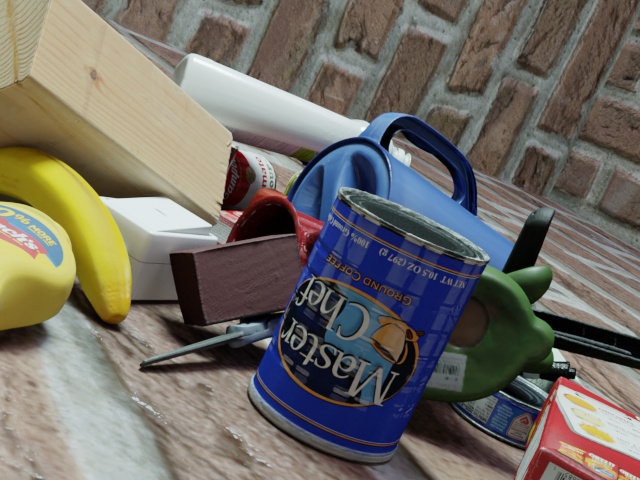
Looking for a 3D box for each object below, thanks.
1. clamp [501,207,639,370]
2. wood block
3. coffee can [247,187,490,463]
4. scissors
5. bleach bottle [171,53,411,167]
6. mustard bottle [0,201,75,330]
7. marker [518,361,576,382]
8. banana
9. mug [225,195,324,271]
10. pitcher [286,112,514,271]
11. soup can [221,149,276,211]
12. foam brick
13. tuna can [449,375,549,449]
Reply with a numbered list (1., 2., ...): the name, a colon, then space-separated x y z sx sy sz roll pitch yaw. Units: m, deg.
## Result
1. clamp: 0.159 0.053 0.893 0.210 0.036 0.164 -14 -61 46
2. wood block: -0.166 -0.089 0.804 0.090 0.091 0.205 -12 -34 30
3. coffee can: 0.029 0.052 0.665 0.102 0.140 0.103 24 11 -5
4. scissors: -0.059 0.063 0.726 0.201 0.016 0.096 -10 2 -40
5. bleach bottle: -0.029 -0.114 1.080 0.250 0.068 0.103 18 -6 -17
6. mustard bottle: -0.190 0.013 0.590 0.096 0.058 0.191 27 11 11
7. marker: 0.151 0.104 0.891 0.121 0.020 0.020 5 5 18
8. banana: -0.182 -0.017 0.725 0.198 0.070 0.037 31 8 32
9. mug: -0.011 0.017 0.843 0.081 0.093 0.117 22 -34 -39
10. pitcher: 0.094 0.001 0.997 0.242 0.149 0.145 27 39 -39
11. soup can: -0.102 -0.067 1.138 0.069 0.068 0.102 31 12 30
12. foam brick: -0.056 0.027 0.729 0.078 0.051 0.053 -10 2 -23
13. tuna can: 0.146 0.129 0.840 0.086 0.034 0.086 24 11 -5
